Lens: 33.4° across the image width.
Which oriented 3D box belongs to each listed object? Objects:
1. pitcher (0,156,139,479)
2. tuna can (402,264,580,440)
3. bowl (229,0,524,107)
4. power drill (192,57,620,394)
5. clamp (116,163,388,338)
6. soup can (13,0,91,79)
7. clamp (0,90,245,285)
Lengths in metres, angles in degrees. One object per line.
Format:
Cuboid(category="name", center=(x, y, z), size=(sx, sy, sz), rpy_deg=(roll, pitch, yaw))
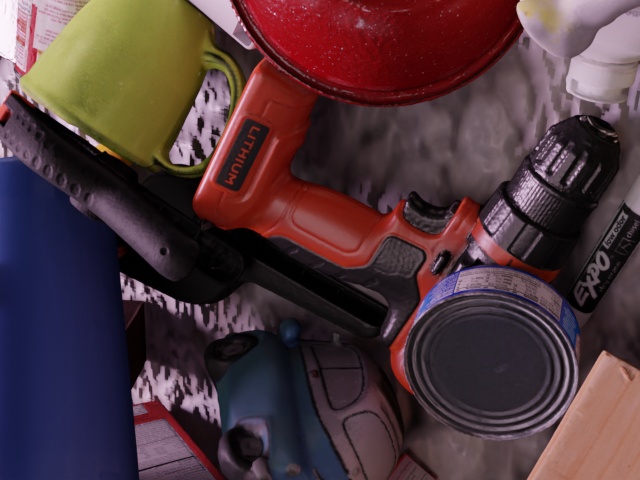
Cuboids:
Cuboid(category="pitcher", center=(-0.180, 0.072, 0.640), size=(0.149, 0.144, 0.243), rpy_deg=(135, 133, -57))
Cuboid(category="tuna can", center=(0.086, 0.055, 0.534), size=(0.086, 0.033, 0.086), rpy_deg=(8, 119, 14))
Cuboid(category="bowl", center=(0.031, -0.145, 0.493), size=(0.162, 0.055, 0.162), rpy_deg=(0, 90, 1))
Cuboid(category="power drill", center=(0.039, -0.024, 0.564), size=(0.187, 0.057, 0.185), rpy_deg=(33, 118, 5))
Cuboid(category="clamp", center=(-0.054, 0.001, 0.677), size=(0.210, 0.036, 0.164), rpy_deg=(-18, 97, 37))
Cuboid(category="soup can", center=(-0.155, -0.151, 0.672), size=(0.069, 0.068, 0.102), rpy_deg=(27, 121, 25))
Cuboid(category="clamp", center=(-0.119, -0.027, 0.599), size=(0.171, 0.120, 0.039), rpy_deg=(33, 86, 1))
